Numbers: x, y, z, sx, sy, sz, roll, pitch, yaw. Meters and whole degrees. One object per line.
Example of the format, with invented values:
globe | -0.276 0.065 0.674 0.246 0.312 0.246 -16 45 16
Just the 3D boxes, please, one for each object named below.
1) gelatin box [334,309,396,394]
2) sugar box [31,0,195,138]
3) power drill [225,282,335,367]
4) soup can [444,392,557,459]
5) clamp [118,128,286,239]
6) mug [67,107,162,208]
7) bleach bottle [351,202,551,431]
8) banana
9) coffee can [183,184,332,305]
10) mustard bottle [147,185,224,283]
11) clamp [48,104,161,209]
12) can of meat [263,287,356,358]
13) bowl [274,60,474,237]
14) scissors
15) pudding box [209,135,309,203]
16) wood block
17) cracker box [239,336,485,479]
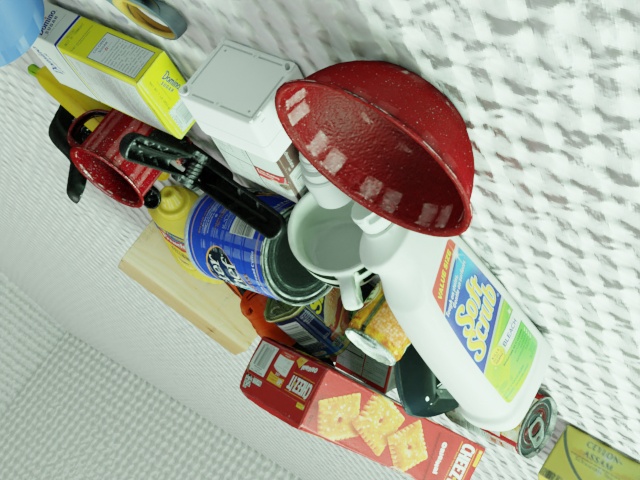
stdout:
gelatin box | 0.059 0.115 1.191 0.073 0.030 0.089 25 116 31
sugar box | -0.198 -0.162 1.002 0.176 0.048 0.093 30 165 31
power drill | -0.053 0.086 1.253 0.184 0.057 0.188 56 175 -36
soup can | 0.188 0.178 1.124 0.102 0.068 0.068 22 159 40
clamp | -0.112 -0.063 1.012 0.164 0.036 0.210 31 -174 -12
mug | -0.210 -0.099 1.118 0.117 0.081 0.093 27 158 18
bleach bottle | 0.102 0.054 0.893 0.068 0.102 0.250 7 148 48
banana | -0.240 -0.134 1.182 0.197 0.037 0.070 42 -179 -14
coffee can | -0.057 0.001 1.065 0.141 0.102 0.102 14 153 51
mustard bottle | -0.164 -0.016 1.308 0.096 0.058 0.191 35 164 20
clamp | -0.265 -0.097 1.202 0.172 0.039 0.120 48 -157 23
can of meat | -0.006 0.065 1.142 0.058 0.102 0.083 -19 132 35
bowl | 0.048 -0.073 0.736 0.162 0.055 0.162 33 163 11
scissors | -0.194 -0.224 0.876 0.202 0.016 0.096 30 161 18
pudding box | -0.055 -0.087 0.933 0.090 0.039 0.113 27 160 32
wood block | -0.166 0.059 1.463 0.206 0.090 0.091 38 162 -6
cracker box | 0.039 0.187 1.119 0.213 0.072 0.164 31 172 -26
